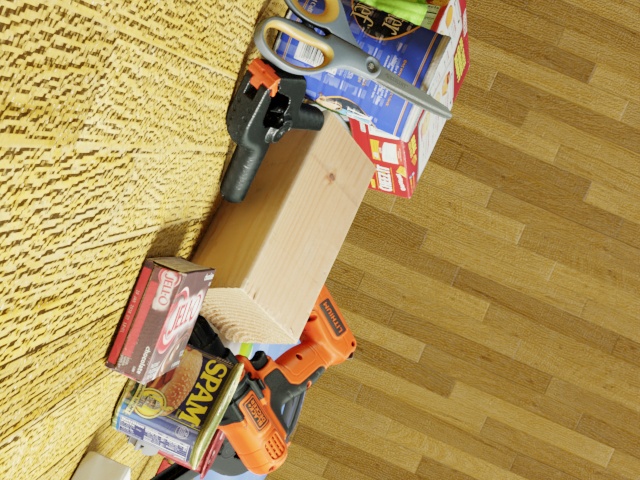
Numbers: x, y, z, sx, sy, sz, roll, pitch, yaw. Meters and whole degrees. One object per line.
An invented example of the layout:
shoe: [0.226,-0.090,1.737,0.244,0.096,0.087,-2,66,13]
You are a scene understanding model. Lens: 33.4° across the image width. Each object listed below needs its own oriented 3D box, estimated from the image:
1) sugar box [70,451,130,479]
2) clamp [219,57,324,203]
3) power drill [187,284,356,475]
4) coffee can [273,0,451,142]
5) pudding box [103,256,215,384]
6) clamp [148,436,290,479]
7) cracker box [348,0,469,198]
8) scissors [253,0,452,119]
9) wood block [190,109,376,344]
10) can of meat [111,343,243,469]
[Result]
sugar box: [-0.202,0.258,0.921,0.176,0.048,0.093,102,12,-55]
clamp: [-0.050,-0.094,0.903,0.120,0.039,0.171,-51,164,-7]
power drill: [-0.055,0.112,1.077,0.057,0.184,0.187,-9,-155,45]
coffee can: [0.035,-0.163,0.973,0.103,0.140,0.103,25,88,-86]
pudding box: [-0.124,0.059,0.843,0.113,0.039,0.090,-17,130,-85]
clamp: [-0.125,0.248,1.268,0.209,0.036,0.165,17,105,-46]
cracker box: [0.102,-0.182,1.211,0.164,0.072,0.213,75,35,-56]
scissors: [0.034,-0.163,0.877,0.016,0.201,0.096,-6,-101,55]
wood block: [-0.038,-0.013,1.006,0.090,0.090,0.206,48,55,-35]
can of meat: [-0.127,0.140,0.953,0.057,0.084,0.102,109,6,-50]
